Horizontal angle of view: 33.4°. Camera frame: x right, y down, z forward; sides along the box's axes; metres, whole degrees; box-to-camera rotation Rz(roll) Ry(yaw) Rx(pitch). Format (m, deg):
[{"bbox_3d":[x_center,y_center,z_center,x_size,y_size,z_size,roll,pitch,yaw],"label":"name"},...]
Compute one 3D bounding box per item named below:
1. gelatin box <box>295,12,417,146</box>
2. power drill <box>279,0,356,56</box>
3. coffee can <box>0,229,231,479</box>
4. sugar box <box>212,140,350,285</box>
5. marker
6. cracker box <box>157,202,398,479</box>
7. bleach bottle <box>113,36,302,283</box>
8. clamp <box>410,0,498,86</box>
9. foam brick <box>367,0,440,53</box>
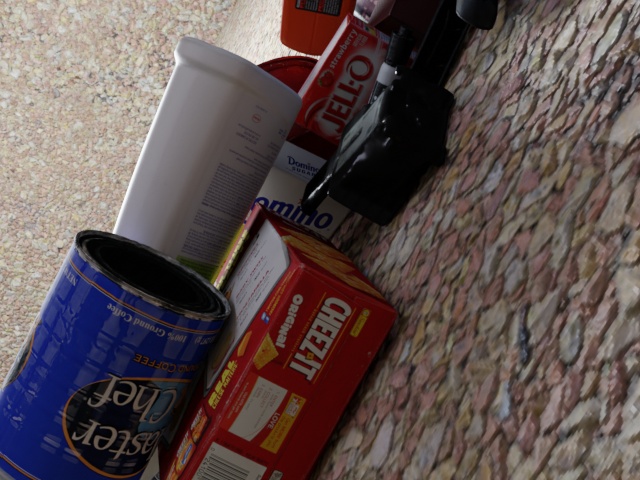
[{"bbox_3d":[0.029,-0.111,0.791,0.089,0.073,0.030,-55,15,25],"label":"gelatin box"},{"bbox_3d":[0.001,-0.222,0.883,0.187,0.057,0.184,-87,5,-58],"label":"power drill"},{"bbox_3d":[-0.131,0.079,0.642,0.140,0.102,0.103,-61,14,9],"label":"coffee can"},{"bbox_3d":[-0.056,0.001,0.839,0.176,0.093,0.048,-52,22,37],"label":"sugar box"},{"bbox_3d":[0.043,-0.097,0.769,0.020,0.020,0.121,-92,19,-64],"label":"marker"},{"bbox_3d":[-0.038,0.076,0.682,0.164,0.072,0.214,-61,13,5],"label":"cracker box"},{"bbox_3d":[-0.102,-0.002,0.719,0.102,0.068,0.251,23,-88,-62],"label":"bleach bottle"},{"bbox_3d":[0.099,-0.170,0.731,0.120,0.039,0.171,-47,17,53],"label":"clamp"},{"bbox_3d":[0.076,-0.179,0.801,0.078,0.051,0.053,-66,15,-15],"label":"foam brick"}]
